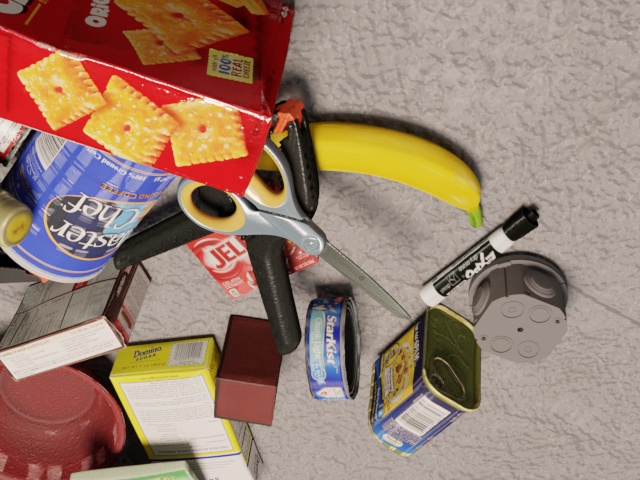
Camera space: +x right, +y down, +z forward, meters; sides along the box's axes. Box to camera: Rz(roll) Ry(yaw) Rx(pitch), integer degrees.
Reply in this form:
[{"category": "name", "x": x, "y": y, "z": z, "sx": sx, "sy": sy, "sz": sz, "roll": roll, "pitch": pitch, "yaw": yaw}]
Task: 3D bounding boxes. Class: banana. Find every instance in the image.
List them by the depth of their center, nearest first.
[{"category": "banana", "x": 0.040, "y": -0.056, "z": 0.800, "sx": 0.197, "sy": 0.037, "sz": 0.070, "roll": 16, "pitch": 128, "yaw": -5}]

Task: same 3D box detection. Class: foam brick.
[{"category": "foam brick", "x": -0.060, "y": 0.112, "z": 0.916, "sx": 0.051, "sy": 0.078, "sz": 0.053, "roll": 7, "pitch": 130, "yaw": 0}]

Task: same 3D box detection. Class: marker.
[{"category": "marker", "x": 0.127, "y": 0.013, "z": 0.853, "sx": 0.020, "sy": 0.020, "sz": 0.121, "roll": 36, "pitch": 123, "yaw": -19}]

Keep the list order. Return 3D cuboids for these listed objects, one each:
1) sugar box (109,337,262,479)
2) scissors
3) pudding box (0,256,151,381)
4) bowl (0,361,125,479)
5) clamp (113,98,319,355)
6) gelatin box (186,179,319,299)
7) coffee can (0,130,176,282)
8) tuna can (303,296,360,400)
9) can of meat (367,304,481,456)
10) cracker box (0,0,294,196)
[{"category": "sugar box", "x": -0.120, "y": 0.169, "z": 0.989, "sx": 0.093, "sy": 0.048, "sz": 0.176, "roll": -6, "pitch": 130, "yaw": 12}, {"category": "scissors", "x": -0.026, "y": 0.002, "z": 0.777, "sx": 0.096, "sy": 0.016, "sz": 0.201, "roll": -26, "pitch": 114, "yaw": 24}, {"category": "pudding box", "x": -0.205, "y": 0.063, "z": 0.890, "sx": 0.114, "sy": 0.090, "sz": 0.039, "roll": -20, "pitch": 122, "yaw": 20}, {"category": "bowl", "x": -0.256, "y": 0.153, "z": 0.981, "sx": 0.162, "sy": 0.055, "sz": 0.162, "roll": 0, "pitch": 124, "yaw": -1}, {"category": "clamp", "x": -0.051, "y": -0.011, "z": 0.805, "sx": 0.164, "sy": 0.036, "sz": 0.210, "roll": 32, "pitch": 124, "yaw": -4}, {"category": "gelatin box", "x": -0.056, "y": 0.001, "z": 0.861, "sx": 0.089, "sy": 0.030, "sz": 0.073, "roll": -24, "pitch": 121, "yaw": 23}, {"category": "coffee can", "x": -0.170, "y": -0.050, "z": 0.790, "sx": 0.102, "sy": 0.102, "sz": 0.140, "roll": 33, "pitch": 124, "yaw": -17}, {"category": "tuna can", "x": 0.011, "y": 0.089, "z": 0.885, "sx": 0.034, "sy": 0.086, "sz": 0.086, "roll": -3, "pitch": 127, "yaw": 11}, {"category": "can of meat", "x": 0.085, "y": 0.118, "z": 0.888, "sx": 0.057, "sy": 0.102, "sz": 0.084, "roll": 31, "pitch": 127, "yaw": -17}, {"category": "cracker box", "x": -0.129, "y": -0.129, "z": 0.687, "sx": 0.213, "sy": 0.164, "sz": 0.072, "roll": 19, "pitch": 126, "yaw": -8}]
